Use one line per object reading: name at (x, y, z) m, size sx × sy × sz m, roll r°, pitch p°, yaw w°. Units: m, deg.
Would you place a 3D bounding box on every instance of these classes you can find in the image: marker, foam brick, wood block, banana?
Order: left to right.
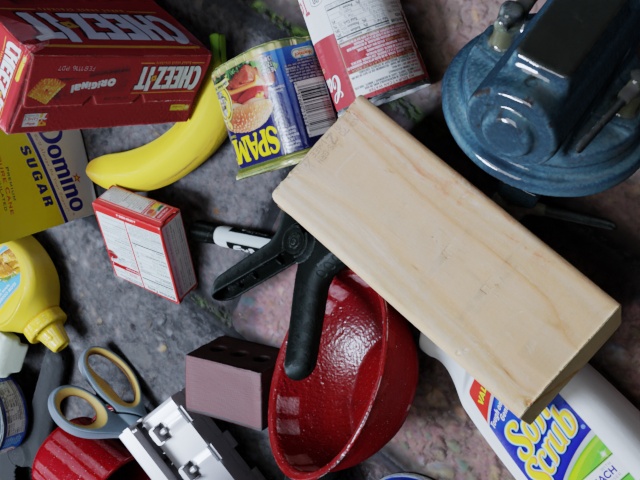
banana at (-0.122, -0.082, 0.864) m, size 0.198 × 0.037 × 0.070 m, roll -37°, pitch 64°, yaw 34°
foam brick at (-0.065, 0.116, 0.876) m, size 0.078 × 0.052 × 0.051 m, roll 9°, pitch 110°, yaw 30°
marker at (-0.056, 0.001, 0.853) m, size 0.121 × 0.020 × 0.020 m, roll 12°, pitch 111°, yaw 31°
wood block at (0.080, 0.013, 0.678) m, size 0.206 × 0.090 × 0.090 m, roll 42°, pitch 91°, yaw 19°

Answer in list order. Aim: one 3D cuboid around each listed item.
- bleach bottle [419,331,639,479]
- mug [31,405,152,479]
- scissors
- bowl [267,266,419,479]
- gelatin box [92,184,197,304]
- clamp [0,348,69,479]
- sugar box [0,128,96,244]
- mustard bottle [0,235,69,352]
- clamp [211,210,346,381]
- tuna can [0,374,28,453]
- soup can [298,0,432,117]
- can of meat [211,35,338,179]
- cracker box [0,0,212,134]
bleach bottle at (0.148, 0.119, 0.730) m, size 0.251 × 0.067 × 0.103 m, roll 45°, pitch 123°, yaw 16°
mug at (-0.204, 0.205, 0.982) m, size 0.082 × 0.093 × 0.117 m, roll 29°, pitch 93°, yaw 28°
scissors at (-0.163, 0.182, 0.942) m, size 0.202 × 0.096 × 0.016 m, roll 53°, pitch 139°, yaw 12°
bowl at (0.024, 0.102, 0.781) m, size 0.162 × 0.055 × 0.162 m, roll -45°, pitch 35°, yaw 42°
gelatin box at (-0.144, 0.003, 0.890) m, size 0.073 × 0.030 × 0.089 m, roll 20°, pitch 139°, yaw 28°
clamp at (-0.300, 0.204, 1.069) m, size 0.165 × 0.036 × 0.210 m, roll -1°, pitch 100°, yaw 35°
sugar box at (-0.265, -0.045, 0.882) m, size 0.048 × 0.175 × 0.093 m, roll -5°, pitch 103°, yaw 37°
mustard bottle at (-0.298, 0.027, 0.999) m, size 0.192 × 0.058 × 0.096 m, roll 50°, pitch 119°, yaw 11°
clamp at (-0.017, 0.005, 0.796) m, size 0.120 × 0.039 × 0.171 m, roll 29°, pitch 96°, yaw 35°
tuna can at (-0.323, 0.167, 1.035) m, size 0.086 × 0.033 × 0.086 m, roll 6°, pitch 100°, yaw 34°
soup can at (0.027, -0.143, 0.723) m, size 0.069 × 0.068 × 0.102 m, roll -17°, pitch 94°, yaw 36°
can of meat at (-0.032, -0.095, 0.771) m, size 0.102 × 0.057 × 0.084 m, roll -10°, pitch 97°, yaw 60°
cracker box at (-0.209, -0.170, 0.793) m, size 0.214 × 0.163 × 0.072 m, roll 43°, pitch 124°, yaw 27°
